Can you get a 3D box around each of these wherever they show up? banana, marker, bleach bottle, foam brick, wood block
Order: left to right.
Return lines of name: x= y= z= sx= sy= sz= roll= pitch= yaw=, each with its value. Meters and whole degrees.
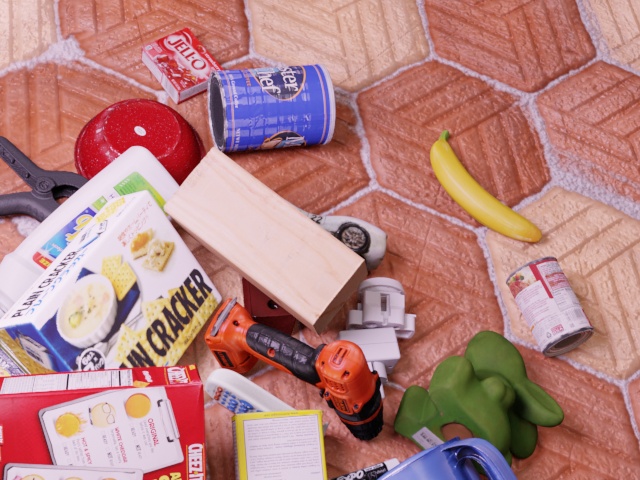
bleach bottle: x=-0.266 y=0.009 z=1.192 sx=0.250 sy=0.068 sz=0.102 roll=-45 pitch=111 yaw=-18
wood block: x=-0.058 y=0.002 z=1.162 sx=0.206 sy=0.091 sz=0.090 roll=37 pitch=83 yaw=11
foam brick: x=-0.060 y=0.064 z=1.223 sx=0.053 sy=0.051 sz=0.078 roll=-2 pitch=60 yaw=-13
marker: x=0.029 y=0.259 z=1.143 sx=0.121 sy=0.020 sz=0.020 roll=-13 pitch=63 yaw=-19
banana: x=0.199 y=-0.065 z=1.365 sx=0.069 sy=0.037 sz=0.198 roll=-29 pitch=69 yaw=-25

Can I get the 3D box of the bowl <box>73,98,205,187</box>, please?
bowl: x=-0.218 y=-0.118 z=1.297 sx=0.162 sy=0.055 sz=0.162 roll=5 pitch=58 yaw=-9

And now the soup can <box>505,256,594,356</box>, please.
soup can: x=0.274 y=0.079 z=1.276 sx=0.068 sy=0.069 sz=0.102 roll=-14 pitch=64 yaw=-20

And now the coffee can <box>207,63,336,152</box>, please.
coffee can: x=-0.062 y=-0.165 z=1.330 sx=0.140 sy=0.103 sz=0.103 roll=-6 pitch=61 yaw=-16

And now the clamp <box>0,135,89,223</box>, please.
clamp: x=-0.332 y=-0.048 z=1.240 sx=0.171 sy=0.039 sz=0.120 roll=22 pitch=59 yaw=2

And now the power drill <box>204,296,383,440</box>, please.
power drill: x=-0.021 y=0.139 z=1.139 sx=0.188 sy=0.184 sz=0.057 roll=19 pitch=62 yaw=23

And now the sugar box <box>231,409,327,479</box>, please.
sugar box: x=-0.038 y=0.263 z=1.085 sx=0.093 sy=0.048 sz=0.176 roll=-2 pitch=79 yaw=-12

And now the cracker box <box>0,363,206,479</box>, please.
cracker box: x=-0.217 y=0.207 z=1.003 sx=0.213 sy=0.072 sz=0.164 roll=-3 pitch=103 yaw=-11

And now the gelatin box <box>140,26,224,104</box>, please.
gelatin box: x=-0.180 y=-0.229 z=1.387 sx=0.073 sy=0.030 sz=0.089 roll=-29 pitch=69 yaw=-26

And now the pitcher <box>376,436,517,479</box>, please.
pitcher: x=0.150 y=0.322 z=1.054 sx=0.145 sy=0.149 sz=0.243 roll=-30 pitch=75 yaw=-11
